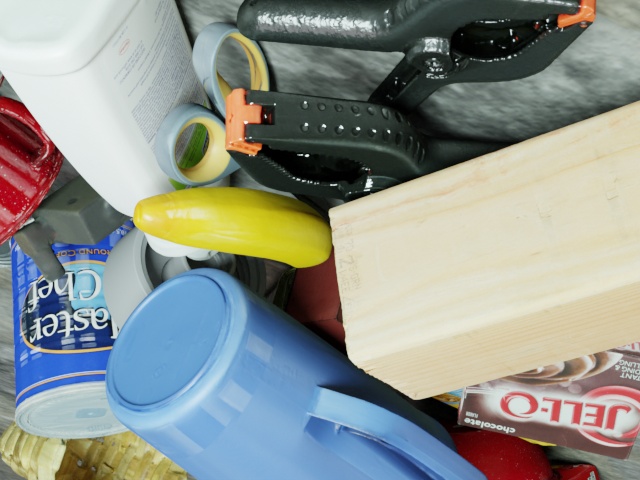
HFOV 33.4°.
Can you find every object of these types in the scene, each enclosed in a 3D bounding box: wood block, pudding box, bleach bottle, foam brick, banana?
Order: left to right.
[{"bbox_3d":[-0.101,-0.058,0.597,0.068,0.102,0.251,14,152,19],"label":"bleach bottle"},{"bbox_3d":[-0.036,-0.004,0.627,0.070,0.037,0.197,-16,168,15],"label":"banana"},{"bbox_3d":[0.015,0.034,0.729,0.051,0.078,0.053,-12,143,40],"label":"foam brick"},{"bbox_3d":[0.119,0.006,0.541,0.206,0.090,0.090,-18,152,22],"label":"wood block"},{"bbox_3d":[0.149,0.086,0.668,0.113,0.039,0.090,12,129,10],"label":"pudding box"}]

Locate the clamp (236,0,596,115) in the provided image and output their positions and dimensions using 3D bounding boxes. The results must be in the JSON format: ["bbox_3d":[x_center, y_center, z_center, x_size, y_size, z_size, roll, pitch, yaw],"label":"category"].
[{"bbox_3d":[0.057,-0.094,0.524,0.172,0.039,0.120,-2,161,31],"label":"clamp"}]

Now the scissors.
[{"bbox_3d":[-0.042,-0.040,0.622,0.016,0.096,0.201,24,155,29],"label":"scissors"}]

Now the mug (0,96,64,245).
[{"bbox_3d":[-0.218,-0.055,0.683,0.117,0.093,0.081,-24,128,37],"label":"mug"}]

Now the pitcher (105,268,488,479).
[{"bbox_3d":[-0.013,0.121,0.687,0.149,0.145,0.242,-39,130,10],"label":"pitcher"}]

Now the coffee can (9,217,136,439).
[{"bbox_3d":[-0.171,0.061,0.775,0.102,0.140,0.103,-8,154,-4],"label":"coffee can"}]

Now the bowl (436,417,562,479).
[{"bbox_3d":[0.125,0.187,0.924,0.162,0.055,0.162,-7,178,0],"label":"bowl"}]

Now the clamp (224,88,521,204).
[{"bbox_3d":[0.024,-0.038,0.586,0.209,0.036,0.165,10,161,-38],"label":"clamp"}]
